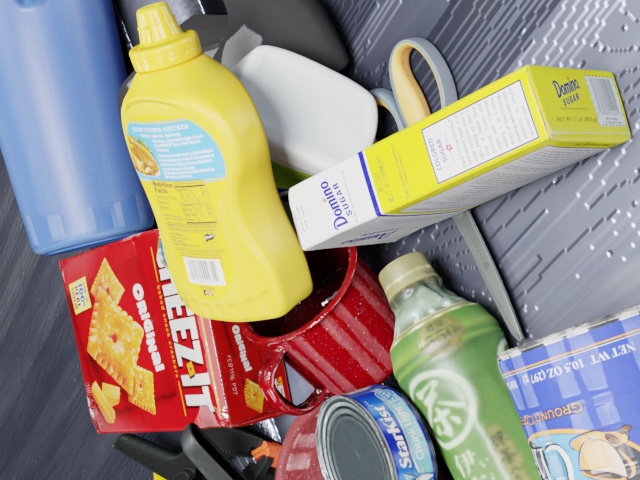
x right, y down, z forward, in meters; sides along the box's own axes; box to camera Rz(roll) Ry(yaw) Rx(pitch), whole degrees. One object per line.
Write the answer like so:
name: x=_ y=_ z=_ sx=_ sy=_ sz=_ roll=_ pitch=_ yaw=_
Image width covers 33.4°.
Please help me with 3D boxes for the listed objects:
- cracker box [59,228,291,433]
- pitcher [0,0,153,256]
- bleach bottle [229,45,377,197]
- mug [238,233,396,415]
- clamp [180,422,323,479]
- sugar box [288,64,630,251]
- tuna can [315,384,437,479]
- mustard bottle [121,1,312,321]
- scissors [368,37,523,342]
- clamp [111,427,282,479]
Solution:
cracker box: x=-0.129 y=0.075 z=0.893 sx=0.214 sy=0.071 sz=0.164 roll=-14 pitch=88 yaw=49
pitcher: x=-0.225 y=-0.114 z=0.937 sx=0.145 sy=0.149 sz=0.243 roll=-13 pitch=91 yaw=35
bleach bottle: x=-0.062 y=-0.060 z=0.775 sx=0.251 sy=0.102 sz=0.068 roll=-23 pitch=46 yaw=62
mug: x=0.001 y=0.060 z=0.696 sx=0.093 sy=0.117 sz=0.081 roll=0 pitch=143 yaw=45
clamp: x=-0.027 y=0.200 z=0.805 sx=0.039 sy=0.120 sz=0.171 roll=-87 pitch=-15 yaw=-65
sugar box: x=0.073 y=-0.043 z=0.598 sx=0.177 sy=0.093 sz=0.048 roll=-21 pitch=80 yaw=40
tuna can: x=0.033 y=0.131 z=0.646 sx=0.086 sy=0.033 sz=0.086 roll=30 pitch=127 yaw=52
mustard bottle: x=-0.071 y=-0.047 z=0.637 sx=0.096 sy=0.058 sz=0.191 roll=4 pitch=119 yaw=43
scissors: x=0.070 y=-0.028 z=0.682 sx=0.096 sy=0.016 sz=0.202 roll=-19 pitch=83 yaw=51
clamp: x=-0.109 y=0.203 z=0.897 sx=0.210 sy=0.036 sz=0.164 roll=-38 pitch=50 yaw=29
